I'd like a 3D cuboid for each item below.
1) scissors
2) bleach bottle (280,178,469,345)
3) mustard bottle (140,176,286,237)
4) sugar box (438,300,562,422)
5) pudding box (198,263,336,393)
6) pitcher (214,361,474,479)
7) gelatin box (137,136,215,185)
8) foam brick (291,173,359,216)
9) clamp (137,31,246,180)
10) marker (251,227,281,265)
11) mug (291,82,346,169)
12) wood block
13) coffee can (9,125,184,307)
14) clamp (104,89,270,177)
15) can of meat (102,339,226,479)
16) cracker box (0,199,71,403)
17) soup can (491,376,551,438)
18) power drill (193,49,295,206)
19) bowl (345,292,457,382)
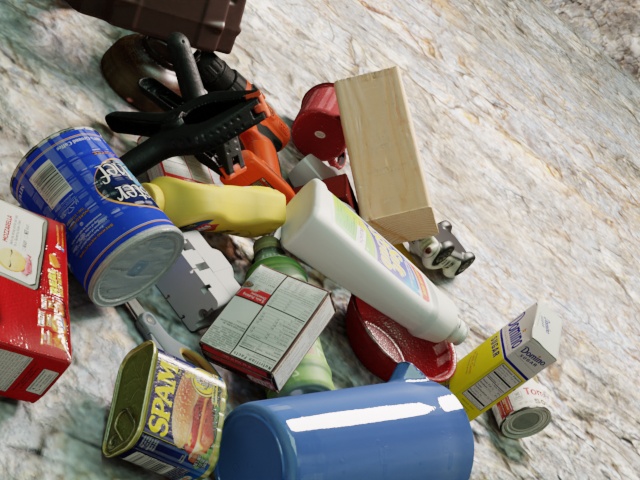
[{"bbox_3d":[-0.168,0.091,1.004,0.202,0.016,0.096,45,28,1],"label":"scissors"},{"bbox_3d":[0.070,0.038,1.218,0.250,0.068,0.102,36,24,-20],"label":"bleach bottle"},{"bbox_3d":[-0.132,-0.035,1.139,0.191,0.096,0.058,4,85,-49],"label":"mustard bottle"},{"bbox_3d":[0.198,0.149,1.231,0.048,0.176,0.093,42,29,-5],"label":"sugar box"},{"bbox_3d":[-0.051,0.085,1.050,0.090,0.039,0.113,21,58,26],"label":"pudding box"},{"bbox_3d":[0.023,0.210,0.996,0.242,0.145,0.149,4,36,-45],"label":"pitcher"},{"bbox_3d":[-0.166,-0.085,1.226,0.073,0.030,0.089,16,37,-41],"label":"gelatin box"},{"bbox_3d":[0.005,-0.041,1.322,0.051,0.078,0.053,-88,160,-53],"label":"foam brick"},{"bbox_3d":[-0.148,-0.142,1.217,0.039,0.120,0.171,-29,94,-29],"label":"clamp"},{"bbox_3d":[-0.058,0.002,1.260,0.020,0.020,0.121,40,29,-9],"label":"marker"},{"bbox_3d":[0.010,-0.152,1.497,0.081,0.093,0.117,-65,144,-55],"label":"mug"},{"bbox_3d":[0.083,-0.106,1.365,0.091,0.090,0.206,63,15,-65],"label":"wood block"},{"bbox_3d":[-0.209,-0.023,0.998,0.140,0.103,0.102,49,28,19],"label":"coffee can"},{"bbox_3d":[-0.156,-0.108,1.122,0.164,0.210,0.036,-78,150,-50],"label":"clamp"},{"bbox_3d":[-0.131,0.150,0.917,0.083,0.058,0.102,31,47,-30],"label":"can of meat"},{"bbox_3d":[-0.310,0.027,0.849,0.213,0.072,0.164,22,35,-33],"label":"cracker box"},{"bbox_3d":[0.245,0.191,1.353,0.068,0.069,0.102,23,36,-34],"label":"soup can"},{"bbox_3d":[-0.093,-0.131,1.314,0.184,0.057,0.187,42,27,-40],"label":"power drill"},{"bbox_3d":[0.083,0.115,1.256,0.162,0.055,0.162,32,31,-22],"label":"bowl"}]
